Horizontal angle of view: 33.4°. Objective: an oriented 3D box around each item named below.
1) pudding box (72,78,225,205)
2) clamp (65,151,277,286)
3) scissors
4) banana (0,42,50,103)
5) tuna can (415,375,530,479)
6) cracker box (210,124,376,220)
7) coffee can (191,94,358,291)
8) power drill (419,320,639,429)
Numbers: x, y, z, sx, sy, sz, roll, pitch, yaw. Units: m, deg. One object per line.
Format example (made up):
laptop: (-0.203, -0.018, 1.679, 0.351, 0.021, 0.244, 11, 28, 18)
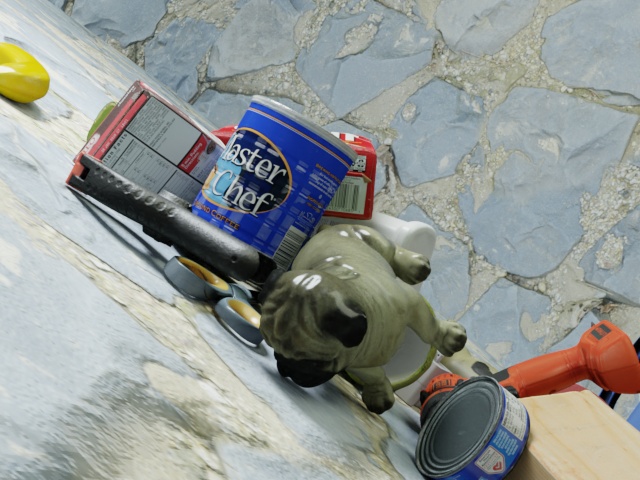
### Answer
pudding box: (-0.141, -0.071, 0.916, 0.113, 0.090, 0.039, 36, 6, -42)
clamp: (-0.105, -0.012, 0.790, 0.171, 0.039, 0.120, 31, -7, 15)
scissors: (-0.054, 0.054, 0.820, 0.096, 0.016, 0.201, 42, 4, 26)
banana: (-0.288, -0.161, 1.010, 0.069, 0.037, 0.198, 38, 3, -17)
tuna can: (0.110, 0.143, 0.774, 0.033, 0.086, 0.086, 39, 3, -18)
cracker box: (-0.029, -0.074, 1.071, 0.164, 0.072, 0.213, 6, 9, 0)
coffee can: (-0.047, -0.037, 0.903, 0.103, 0.140, 0.103, 30, -1, 1)
power drill: (0.174, 0.127, 0.908, 0.184, 0.188, 0.057, -43, 114, -83)
